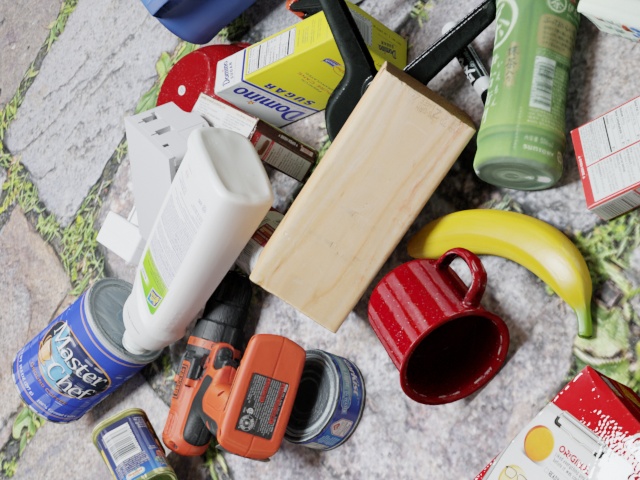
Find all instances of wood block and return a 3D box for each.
[{"bbox_3d":[0.035,-0.039,0.906,0.206,0.090,0.090,-56,4,15],"label":"wood block"}]

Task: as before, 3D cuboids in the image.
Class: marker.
[{"bbox_3d":[0.136,-0.150,0.940,0.020,0.020,0.121,-42,47,24],"label":"marker"}]

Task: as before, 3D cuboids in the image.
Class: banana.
[{"bbox_3d":[0.144,0.009,0.843,0.198,0.037,0.069,28,92,49],"label":"banana"}]

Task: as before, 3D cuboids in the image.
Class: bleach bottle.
[{"bbox_3d":[-0.134,0.016,1.021,0.251,0.067,0.103,-55,46,36],"label":"bleach bottle"}]

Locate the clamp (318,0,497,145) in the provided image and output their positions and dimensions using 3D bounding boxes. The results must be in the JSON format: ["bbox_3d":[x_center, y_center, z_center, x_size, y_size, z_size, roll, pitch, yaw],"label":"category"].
[{"bbox_3d":[0.066,-0.137,0.946,0.164,0.036,0.210,8,113,11],"label":"clamp"}]

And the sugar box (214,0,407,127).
[{"bbox_3d":[-0.012,-0.168,1.046,0.177,0.093,0.048,-20,57,39],"label":"sugar box"}]

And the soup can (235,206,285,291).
[{"bbox_3d":[-0.057,0.001,1.031,0.102,0.068,0.068,37,99,48],"label":"soup can"}]

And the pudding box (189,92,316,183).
[{"bbox_3d":[-0.070,-0.104,1.077,0.114,0.089,0.039,28,91,48],"label":"pudding box"}]

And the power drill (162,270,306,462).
[{"bbox_3d":[-0.078,0.117,0.973,0.188,0.057,0.184,-3,70,67],"label":"power drill"}]

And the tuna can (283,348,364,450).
[{"bbox_3d":[-0.004,0.139,0.936,0.086,0.033,0.086,-22,57,38],"label":"tuna can"}]

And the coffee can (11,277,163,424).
[{"bbox_3d":[-0.249,0.119,1.146,0.140,0.102,0.103,-38,48,28],"label":"coffee can"}]

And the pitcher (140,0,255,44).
[{"bbox_3d":[-0.083,-0.322,1.135,0.243,0.144,0.149,-31,56,30],"label":"pitcher"}]

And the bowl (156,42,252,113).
[{"bbox_3d":[-0.134,-0.159,1.196,0.162,0.055,0.162,-23,56,38],"label":"bowl"}]

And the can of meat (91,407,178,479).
[{"bbox_3d":[-0.168,0.224,1.017,0.057,0.102,0.084,-27,46,-13],"label":"can of meat"}]

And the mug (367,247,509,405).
[{"bbox_3d":[0.092,0.058,0.830,0.081,0.093,0.117,58,133,49],"label":"mug"}]
